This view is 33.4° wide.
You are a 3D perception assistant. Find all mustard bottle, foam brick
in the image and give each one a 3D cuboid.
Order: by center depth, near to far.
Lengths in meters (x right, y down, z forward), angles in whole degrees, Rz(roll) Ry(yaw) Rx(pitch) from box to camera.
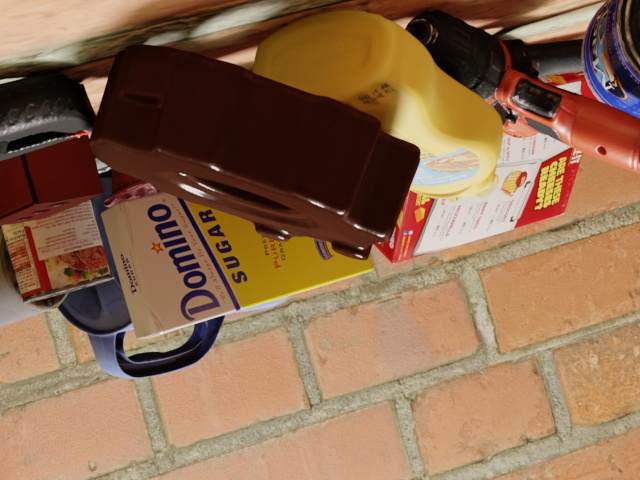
[{"bbox_3d":[0.052,-0.067,0.625,0.096,0.058,0.191,-3,161,36],"label":"mustard bottle"},{"bbox_3d":[-0.186,-0.042,0.681,0.052,0.051,0.078,-15,179,-45],"label":"foam brick"}]

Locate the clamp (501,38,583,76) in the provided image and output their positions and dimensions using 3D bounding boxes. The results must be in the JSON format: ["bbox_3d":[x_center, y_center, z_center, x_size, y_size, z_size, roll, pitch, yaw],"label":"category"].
[{"bbox_3d":[0.144,-0.140,0.846,0.209,0.036,0.165,-11,-172,-25],"label":"clamp"}]

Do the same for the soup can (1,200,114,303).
[{"bbox_3d":[-0.199,-0.011,0.785,0.068,0.102,0.068,-16,180,0],"label":"soup can"}]

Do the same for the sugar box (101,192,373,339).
[{"bbox_3d":[-0.055,0.001,0.746,0.175,0.093,0.048,-16,179,-32],"label":"sugar box"}]

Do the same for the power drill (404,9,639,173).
[{"bbox_3d":[0.156,-0.083,0.672,0.188,0.057,0.184,30,-171,32],"label":"power drill"}]

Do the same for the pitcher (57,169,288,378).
[{"bbox_3d":[-0.120,0.023,0.966,0.149,0.145,0.242,-50,155,22],"label":"pitcher"}]

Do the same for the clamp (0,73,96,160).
[{"bbox_3d":[-0.182,-0.050,0.516,0.120,0.039,0.171,-14,-179,27],"label":"clamp"}]

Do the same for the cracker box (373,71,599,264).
[{"bbox_3d":[0.148,-0.083,0.994,0.213,0.164,0.072,-16,-136,-29],"label":"cracker box"}]
